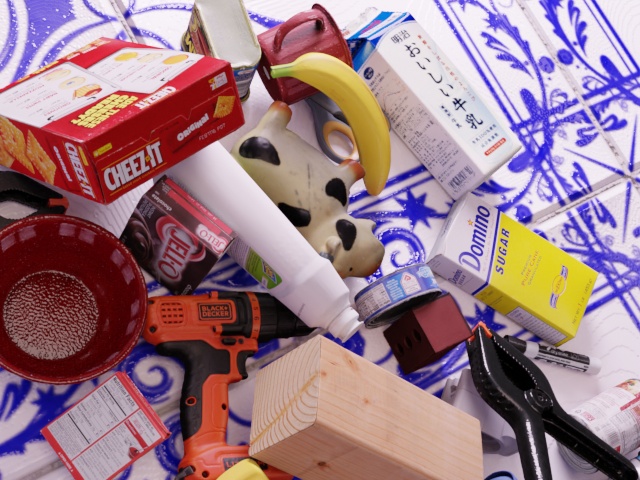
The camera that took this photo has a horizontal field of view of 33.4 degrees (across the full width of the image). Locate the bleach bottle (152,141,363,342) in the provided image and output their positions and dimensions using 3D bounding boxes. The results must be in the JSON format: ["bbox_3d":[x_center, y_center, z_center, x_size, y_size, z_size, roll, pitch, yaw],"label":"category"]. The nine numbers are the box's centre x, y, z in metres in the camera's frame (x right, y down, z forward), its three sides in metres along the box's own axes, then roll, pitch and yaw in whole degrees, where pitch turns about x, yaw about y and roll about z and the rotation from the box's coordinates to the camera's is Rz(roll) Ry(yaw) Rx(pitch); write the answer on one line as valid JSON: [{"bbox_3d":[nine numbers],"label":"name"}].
[{"bbox_3d":[-0.057,0.001,1.024,0.068,0.103,0.251,-41,78,-18],"label":"bleach bottle"}]

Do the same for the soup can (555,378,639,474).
[{"bbox_3d":[0.306,0.196,1.125,0.102,0.069,0.068,-21,77,-27],"label":"soup can"}]

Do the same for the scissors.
[{"bbox_3d":[-0.018,-0.150,1.175,0.201,0.016,0.096,24,64,-7],"label":"scissors"}]

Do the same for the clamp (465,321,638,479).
[{"bbox_3d":[0.202,0.169,1.032,0.164,0.036,0.210,-8,53,-50],"label":"clamp"}]

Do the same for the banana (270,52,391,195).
[{"bbox_3d":[0.029,-0.130,1.114,0.197,0.070,0.037,49,20,-31],"label":"banana"}]

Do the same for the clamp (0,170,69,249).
[{"bbox_3d":[-0.325,-0.036,0.992,0.171,0.039,0.120,-12,77,-32],"label":"clamp"}]

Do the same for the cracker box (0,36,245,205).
[{"bbox_3d":[-0.199,-0.116,0.985,0.164,0.214,0.072,-35,126,-30],"label":"cracker box"}]

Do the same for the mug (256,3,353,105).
[{"bbox_3d":[-0.022,-0.198,1.122,0.081,0.117,0.093,-26,70,-12],"label":"mug"}]

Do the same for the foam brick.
[{"bbox_3d":[0.108,0.095,1.085,0.051,0.078,0.053,-22,75,-28],"label":"foam brick"}]

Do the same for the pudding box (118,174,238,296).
[{"bbox_3d":[-0.137,0.000,1.007,0.090,0.114,0.039,40,57,-1],"label":"pudding box"}]

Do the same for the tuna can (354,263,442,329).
[{"bbox_3d":[0.078,0.056,1.084,0.086,0.086,0.034,-17,73,-27],"label":"tuna can"}]

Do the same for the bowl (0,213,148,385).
[{"bbox_3d":[-0.242,0.060,0.973,0.162,0.055,0.162,8,65,-18],"label":"bowl"}]

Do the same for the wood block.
[{"bbox_3d":[0.046,0.180,0.970,0.205,0.091,0.090,31,44,-30],"label":"wood block"}]

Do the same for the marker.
[{"bbox_3d":[0.249,0.124,1.161,0.121,0.020,0.020,15,63,-15],"label":"marker"}]

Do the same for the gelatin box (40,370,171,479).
[{"bbox_3d":[-0.189,0.170,0.942,0.089,0.030,0.073,-37,85,-2],"label":"gelatin box"}]

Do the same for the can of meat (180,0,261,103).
[{"bbox_3d":[-0.104,-0.203,1.122,0.057,0.084,0.102,-15,74,-20],"label":"can of meat"}]

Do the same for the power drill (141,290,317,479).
[{"bbox_3d":[-0.075,0.138,1.007,0.184,0.057,0.187,0,66,-23],"label":"power drill"}]

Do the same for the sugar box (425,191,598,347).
[{"bbox_3d":[0.211,0.031,1.171,0.176,0.048,0.093,32,60,-7],"label":"sugar box"}]
